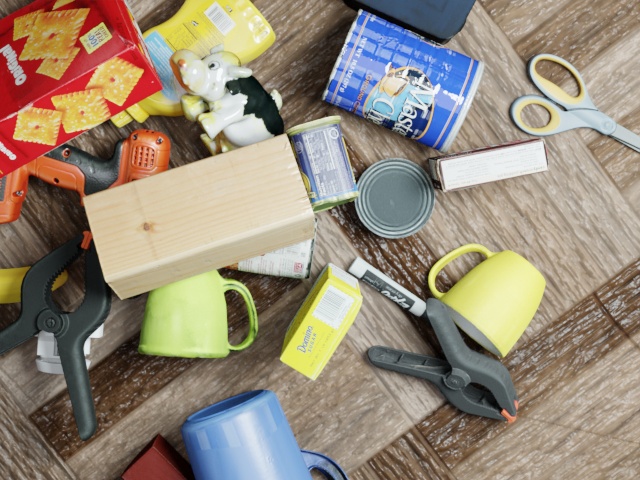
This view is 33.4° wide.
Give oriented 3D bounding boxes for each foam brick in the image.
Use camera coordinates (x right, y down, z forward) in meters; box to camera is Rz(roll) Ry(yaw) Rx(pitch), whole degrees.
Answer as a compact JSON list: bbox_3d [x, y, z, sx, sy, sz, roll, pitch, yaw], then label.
[{"bbox_3d":[-0.170,0.259,1.158,0.051,0.053,0.078,-44,92,3],"label":"foam brick"}]

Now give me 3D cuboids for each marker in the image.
[{"bbox_3d":[0.085,0.058,1.160,0.121,0.020,0.020,34,93,-2],"label":"marker"}]

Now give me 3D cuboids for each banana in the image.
[{"bbox_3d":[-0.371,0.039,1.141,0.197,0.070,0.037,11,51,-6],"label":"banana"}]

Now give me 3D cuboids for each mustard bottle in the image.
[{"bbox_3d":[-0.147,-0.188,1.124,0.191,0.058,0.096,-41,87,3],"label":"mustard bottle"}]

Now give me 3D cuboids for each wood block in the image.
[{"bbox_3d":[-0.117,-0.023,1.054,0.206,0.090,0.091,-17,76,-4],"label":"wood block"}]

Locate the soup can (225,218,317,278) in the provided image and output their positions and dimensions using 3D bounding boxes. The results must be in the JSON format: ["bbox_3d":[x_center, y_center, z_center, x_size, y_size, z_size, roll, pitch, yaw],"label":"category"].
[{"bbox_3d":[-0.057,0.001,1.132,0.102,0.068,0.068,8,94,-1],"label":"soup can"}]

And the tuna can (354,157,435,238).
[{"bbox_3d":[0.079,-0.046,1.146,0.086,0.034,0.086,0,94,0],"label":"tuna can"}]

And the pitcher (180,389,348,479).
[{"bbox_3d":[-0.049,0.283,1.131,0.145,0.149,0.243,-20,90,16],"label":"pitcher"}]

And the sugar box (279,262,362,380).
[{"bbox_3d":[0.001,0.077,1.083,0.048,0.176,0.093,32,93,-4],"label":"sugar box"}]

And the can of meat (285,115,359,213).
[{"bbox_3d":[0.001,-0.076,1.105,0.057,0.102,0.084,-16,88,-5],"label":"can of meat"}]

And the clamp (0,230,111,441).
[{"bbox_3d":[-0.285,0.085,1.099,0.164,0.036,0.210,16,91,0],"label":"clamp"}]

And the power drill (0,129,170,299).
[{"bbox_3d":[-0.258,-0.038,1.135,0.187,0.057,0.184,10,101,-1],"label":"power drill"}]

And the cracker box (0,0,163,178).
[{"bbox_3d":[-0.282,-0.169,1.075,0.213,0.164,0.072,-28,137,2],"label":"cracker box"}]

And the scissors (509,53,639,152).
[{"bbox_3d":[0.288,-0.115,1.149,0.202,0.016,0.096,45,95,-3],"label":"scissors"}]

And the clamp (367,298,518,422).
[{"bbox_3d":[0.147,0.130,1.133,0.171,0.039,0.120,28,138,-5],"label":"clamp"}]

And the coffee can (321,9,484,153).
[{"bbox_3d":[0.084,-0.164,1.103,0.140,0.103,0.103,23,94,-1],"label":"coffee can"}]

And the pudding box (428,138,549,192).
[{"bbox_3d":[0.174,-0.080,1.115,0.113,0.090,0.039,-13,94,1],"label":"pudding box"}]
